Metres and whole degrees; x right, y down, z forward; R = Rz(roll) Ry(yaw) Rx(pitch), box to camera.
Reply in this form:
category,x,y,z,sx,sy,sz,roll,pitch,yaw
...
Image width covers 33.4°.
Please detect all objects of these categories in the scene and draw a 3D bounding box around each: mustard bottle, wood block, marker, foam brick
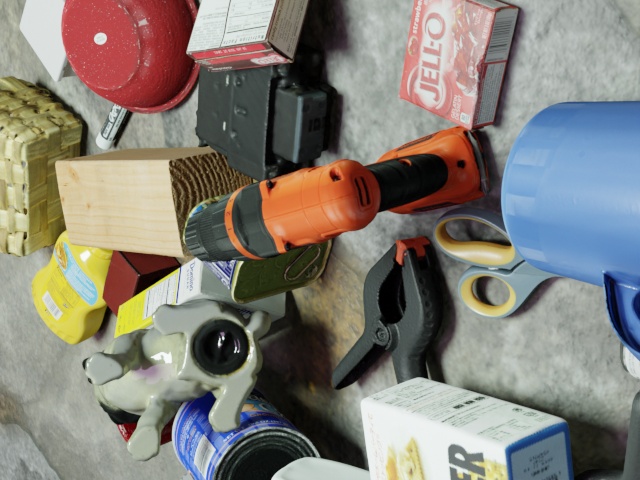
category,x,y,z,sx,sy,sz,roll,pitch,yaw
mustard bottle,-0.265,0.036,1.206,0.096,0.058,0.192,55,137,11
wood block,-0.163,-0.041,1.039,0.207,0.090,0.090,4,106,48
marker,-0.207,-0.139,1.111,0.020,0.020,0.121,57,138,18
foam brick,-0.191,0.044,1.130,0.051,0.052,0.078,45,133,29

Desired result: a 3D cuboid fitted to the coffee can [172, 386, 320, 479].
category,x,y,z,sx,sy,sz,roll,pitch,yaw
coffee can,-0.069,0.195,0.971,0.140,0.102,0.103,-155,56,-67

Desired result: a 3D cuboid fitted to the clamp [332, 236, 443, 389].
category,x,y,z,sx,sy,sz,roll,pitch,yaw
clamp,0.067,0.083,0.859,0.120,0.039,0.172,36,128,34

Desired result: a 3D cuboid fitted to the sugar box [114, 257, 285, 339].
category,x,y,z,sx,sy,sz,roll,pitch,yaw
sugar box,-0.117,0.067,1.020,0.177,0.093,0.048,-31,49,47

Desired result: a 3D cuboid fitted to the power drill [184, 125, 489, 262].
category,x,y,z,sx,sy,sz,roll,pitch,yaw
power drill,0.015,-0.029,0.765,0.185,0.187,0.057,-11,96,48

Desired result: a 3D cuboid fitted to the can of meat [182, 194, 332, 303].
category,x,y,z,sx,sy,sz,roll,pitch,yaw
can of meat,-0.056,0.001,0.924,0.084,0.101,0.057,42,130,35

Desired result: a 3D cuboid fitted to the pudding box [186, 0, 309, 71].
category,x,y,z,sx,sy,sz,roll,pitch,yaw
pudding box,-0.052,-0.193,0.851,0.090,0.039,0.113,2,73,39

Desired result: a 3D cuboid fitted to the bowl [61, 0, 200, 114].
category,x,y,z,sx,sy,sz,roll,pitch,yaw
bowl,-0.192,-0.193,1.010,0.162,0.055,0.162,11,114,26

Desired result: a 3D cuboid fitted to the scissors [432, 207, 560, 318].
category,x,y,z,sx,sy,sz,roll,pitch,yaw
scissors,0.166,0.030,0.744,0.202,0.016,0.096,20,129,35

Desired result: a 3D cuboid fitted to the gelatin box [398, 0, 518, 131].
category,x,y,z,sx,sy,sz,roll,pitch,yaw
gelatin box,0.095,-0.132,0.758,0.073,0.030,0.089,32,125,38
